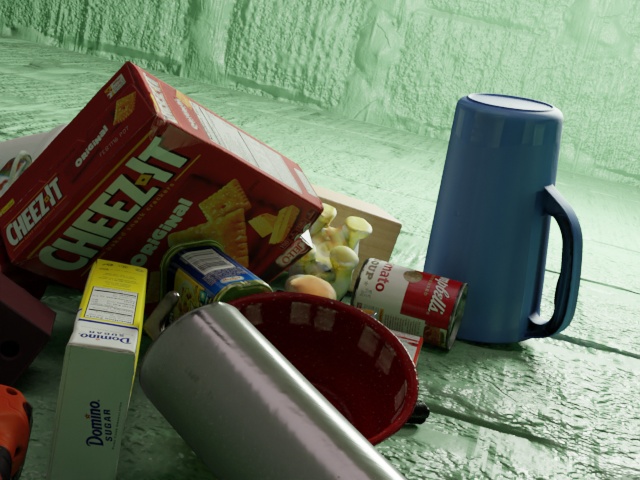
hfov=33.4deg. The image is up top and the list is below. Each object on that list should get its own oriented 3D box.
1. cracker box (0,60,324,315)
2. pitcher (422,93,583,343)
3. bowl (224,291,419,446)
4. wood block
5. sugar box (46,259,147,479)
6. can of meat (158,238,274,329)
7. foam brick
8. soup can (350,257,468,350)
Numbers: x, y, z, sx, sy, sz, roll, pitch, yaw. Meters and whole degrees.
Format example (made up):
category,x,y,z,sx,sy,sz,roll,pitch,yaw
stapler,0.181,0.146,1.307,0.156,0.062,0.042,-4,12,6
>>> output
category,x,y,z,sx,sy,sz,roll,pitch,yaw
cracker box,-0.121,-0.023,0.849,0.213,0.164,0.072,28,24,-50
pitcher,0.186,-0.021,1.096,0.149,0.243,0.145,5,17,-4
bowl,-0.017,0.105,0.728,0.162,0.055,0.162,6,35,-5
wood block,-0.030,-0.017,1.151,0.205,0.090,0.091,17,10,-20
sugar box,-0.142,0.081,0.694,0.048,0.093,0.176,9,14,-12
can of meat,-0.080,0.061,0.815,0.057,0.102,0.084,-9,25,-33
foam brick,-0.232,0.056,0.743,0.078,0.053,0.051,37,7,-15
soup can,0.087,0.061,1.047,0.102,0.068,0.068,15,13,15
